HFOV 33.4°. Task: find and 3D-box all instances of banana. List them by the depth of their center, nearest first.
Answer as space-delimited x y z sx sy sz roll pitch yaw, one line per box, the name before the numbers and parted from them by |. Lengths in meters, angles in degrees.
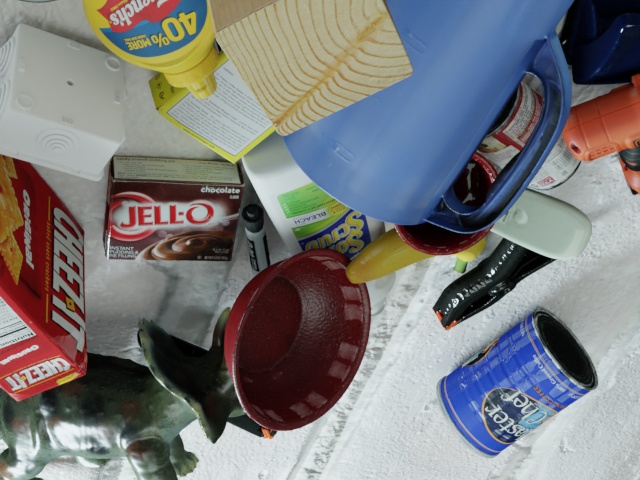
banana | 0.100 0.008 0.969 0.197 0.037 0.070 0 119 -51

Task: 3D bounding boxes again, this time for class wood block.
wood block | -0.020 -0.176 0.665 0.091 0.206 0.090 -25 136 10

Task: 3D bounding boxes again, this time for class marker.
marker | -0.056 0.001 0.949 0.020 0.020 0.121 -11 154 -4

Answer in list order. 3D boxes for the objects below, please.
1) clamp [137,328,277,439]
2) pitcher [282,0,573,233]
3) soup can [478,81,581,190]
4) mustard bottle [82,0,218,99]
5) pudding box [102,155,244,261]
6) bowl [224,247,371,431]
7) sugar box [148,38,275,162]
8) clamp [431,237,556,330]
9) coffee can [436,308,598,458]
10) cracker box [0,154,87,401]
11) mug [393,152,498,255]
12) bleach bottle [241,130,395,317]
clamp | -0.071 0.130 1.091 0.164 0.036 0.210 -20 133 7
pitcher | 0.092 -0.130 0.717 0.149 0.145 0.243 16 128 -25
soup can | 0.169 -0.093 0.902 0.102 0.068 0.069 29 122 -37
mustard bottle | -0.118 -0.173 0.716 0.096 0.058 0.191 -16 132 15
pudding box | -0.127 -0.026 0.913 0.113 0.039 0.090 0 134 -16
bowl | -0.030 0.079 0.923 0.161 0.055 0.162 -17 115 -41
sugar box | -0.036 -0.141 0.812 0.176 0.048 0.093 -37 139 20
clamp | 0.170 0.031 1.035 0.172 0.039 0.120 -40 148 23
coffee can | 0.209 0.153 1.142 0.102 0.103 0.140 29 122 -36
cracker box | -0.254 -0.007 0.809 0.072 0.164 0.213 -20 136 8
mug | 0.084 -0.051 0.881 0.117 0.081 0.093 31 104 -21
bleach bottle | 0.019 -0.012 0.952 0.102 0.068 0.250 -21 139 7
